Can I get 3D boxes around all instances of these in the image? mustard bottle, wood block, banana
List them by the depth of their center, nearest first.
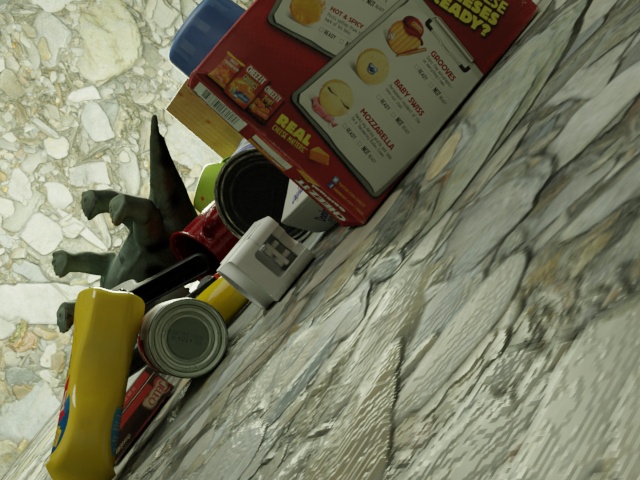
[{"bbox_3d":[-0.189,0.139,0.884,0.096,0.058,0.191,144,135,-72],"label":"mustard bottle"},{"bbox_3d":[-0.109,0.077,1.038,0.198,0.037,0.069,-43,-15,31],"label":"banana"},{"bbox_3d":[-0.091,-0.153,1.429,0.090,0.206,0.090,-42,11,50],"label":"wood block"}]

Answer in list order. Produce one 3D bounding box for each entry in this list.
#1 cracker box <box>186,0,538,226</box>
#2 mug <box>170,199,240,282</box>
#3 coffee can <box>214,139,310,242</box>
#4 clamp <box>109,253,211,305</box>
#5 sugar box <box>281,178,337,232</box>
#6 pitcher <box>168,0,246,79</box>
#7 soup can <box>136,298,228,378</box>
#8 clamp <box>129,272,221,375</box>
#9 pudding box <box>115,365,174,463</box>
[{"bbox_3d":[0.030,-0.142,0.793,0.213,0.164,0.072,-51,9,-10],"label":"cracker box"},{"bbox_3d":[-0.115,-0.007,1.246,0.081,0.093,0.117,-48,-23,-29],"label":"mug"},{"bbox_3d":[-0.035,-0.066,1.040,0.103,0.103,0.140,-46,8,26],"label":"coffee can"},{"bbox_3d":[-0.234,0.083,1.232,0.210,0.036,0.164,-15,23,49],"label":"clamp"},{"bbox_3d":[0.015,-0.102,0.900,0.093,0.048,0.176,140,141,-62],"label":"sugar box"},{"bbox_3d":[-0.065,-0.193,1.313,0.144,0.243,0.149,-53,1,-38],"label":"pitcher"},{"bbox_3d":[-0.120,0.084,0.917,0.068,0.068,0.102,-51,8,-13],"label":"soup can"},{"bbox_3d":[-0.157,0.094,1.127,0.120,0.039,0.172,-36,-9,-49],"label":"clamp"},{"bbox_3d":[-0.191,0.171,1.021,0.090,0.039,0.114,-52,9,-25],"label":"pudding box"}]
